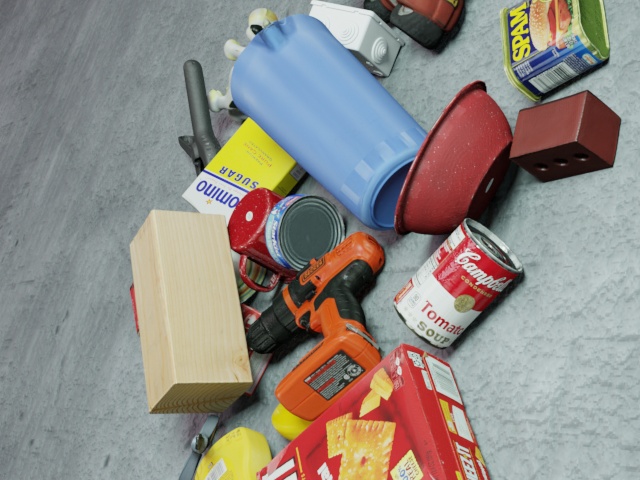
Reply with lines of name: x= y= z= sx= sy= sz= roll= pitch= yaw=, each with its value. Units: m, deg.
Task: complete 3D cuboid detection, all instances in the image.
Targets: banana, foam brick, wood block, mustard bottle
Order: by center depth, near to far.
foam brick: x=0.216 y=-0.091 z=0.942 sx=0.078 sy=0.053 sz=0.051 roll=-13 pitch=55 yaw=51
banana: x=0.009 y=0.163 z=1.047 sx=0.198 sy=0.037 sz=0.069 roll=-19 pitch=51 yaw=46
mustard bottle: x=-0.070 y=0.280 z=1.047 sx=0.096 sy=0.058 sz=0.192 roll=-51 pitch=33 yaw=17
wood block: x=-0.146 y=0.078 z=1.178 sx=0.090 sy=0.090 sz=0.206 roll=-48 pitch=46 yaw=49

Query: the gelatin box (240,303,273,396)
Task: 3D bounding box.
gelatin box: x=-0.085 y=0.123 z=1.213 sx=0.073 sy=0.030 sz=0.089 roll=21 pitch=84 yaw=57

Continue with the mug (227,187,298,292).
mug: x=-0.058 y=0.001 z=1.220 sx=0.093 sy=0.081 sz=0.117 roll=5 pitch=70 yaw=55

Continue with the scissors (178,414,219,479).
scissors: x=-0.133 y=0.229 z=1.116 sx=0.202 sy=0.016 sz=0.096 roll=-11 pitch=-56 yaw=-89

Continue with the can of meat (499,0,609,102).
can of meat: x=0.222 y=-0.195 z=1.010 sx=0.084 sy=0.057 sz=0.102 roll=-27 pitch=46 yaw=37

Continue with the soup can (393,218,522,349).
soup can: x=0.122 y=0.040 z=0.957 sx=0.102 sy=0.068 sz=0.068 roll=-49 pitch=34 yaw=19

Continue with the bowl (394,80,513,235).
bowl: x=0.133 y=-0.064 z=0.984 sx=0.055 sy=0.162 sz=0.162 roll=30 pitch=91 yaw=17

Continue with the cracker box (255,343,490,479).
cracker box: x=0.040 y=0.217 z=0.931 sx=0.214 sy=0.072 sz=0.164 roll=-45 pitch=35 yaw=25

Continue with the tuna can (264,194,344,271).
tuna can: x=-0.018 y=-0.008 z=1.169 sx=0.034 sy=0.086 sz=0.086 roll=7 pitch=71 yaw=57

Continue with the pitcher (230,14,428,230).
pitcher: x=0.024 y=-0.116 z=1.125 sx=0.243 sy=0.148 sz=0.145 roll=49 pitch=127 yaw=34

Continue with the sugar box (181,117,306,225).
sugar box: x=-0.076 y=-0.088 z=1.286 sx=0.093 sy=0.048 sz=0.176 roll=40 pitch=87 yaw=25

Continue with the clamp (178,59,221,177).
clamp: x=-0.159 y=-0.116 z=1.451 sx=0.165 sy=0.036 sz=0.210 roll=109 pitch=147 yaw=-59

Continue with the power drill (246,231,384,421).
power drill: x=-0.008 y=0.092 z=1.071 sx=0.185 sy=0.057 sz=0.187 roll=-43 pitch=24 yaw=20
